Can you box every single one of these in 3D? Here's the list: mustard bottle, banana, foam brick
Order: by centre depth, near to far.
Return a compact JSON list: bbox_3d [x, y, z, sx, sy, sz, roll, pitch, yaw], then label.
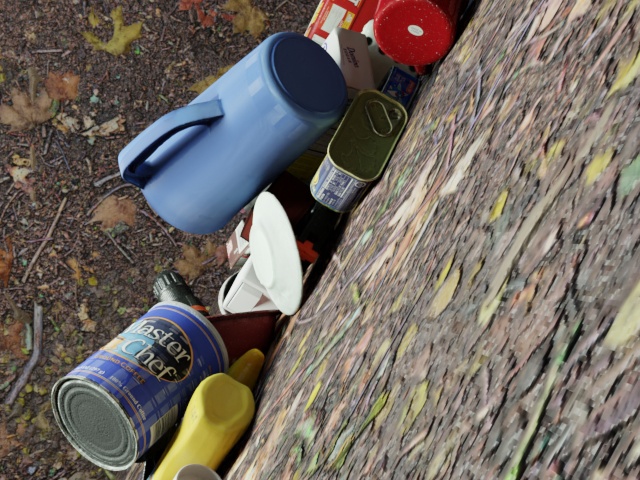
[{"bbox_3d":[-0.130,0.219,0.989,0.192,0.058,0.096,-58,4,19],"label":"mustard bottle"},{"bbox_3d":[-0.112,0.182,1.122,0.198,0.037,0.069,-54,11,49],"label":"banana"},{"bbox_3d":[-0.045,-0.028,1.186,0.078,0.051,0.053,-54,-6,-41],"label":"foam brick"}]

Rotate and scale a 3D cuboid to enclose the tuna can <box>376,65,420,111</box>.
[{"bbox_3d":[0.071,-0.143,1.141,0.086,0.033,0.086,-60,6,9],"label":"tuna can"}]

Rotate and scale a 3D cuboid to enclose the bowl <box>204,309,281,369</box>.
[{"bbox_3d":[-0.117,0.113,1.144,0.162,0.162,0.055,141,121,-76],"label":"bowl"}]

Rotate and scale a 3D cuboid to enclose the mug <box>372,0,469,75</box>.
[{"bbox_3d":[0.099,-0.218,1.063,0.081,0.093,0.117,-73,-19,-45],"label":"mug"}]

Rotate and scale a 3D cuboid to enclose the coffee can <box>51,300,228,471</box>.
[{"bbox_3d":[-0.169,0.135,1.012,0.140,0.103,0.103,-41,-11,-47],"label":"coffee can"}]

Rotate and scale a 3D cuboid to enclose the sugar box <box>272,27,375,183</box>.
[{"bbox_3d":[-0.003,-0.145,1.189,0.176,0.048,0.093,127,145,-45],"label":"sugar box"}]

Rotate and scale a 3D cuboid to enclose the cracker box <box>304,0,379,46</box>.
[{"bbox_3d":[0.018,-0.271,1.412,0.164,0.072,0.214,-64,7,-1],"label":"cracker box"}]

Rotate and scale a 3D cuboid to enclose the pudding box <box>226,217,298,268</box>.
[{"bbox_3d":[-0.059,0.002,1.284,0.114,0.090,0.039,138,125,-69],"label":"pudding box"}]

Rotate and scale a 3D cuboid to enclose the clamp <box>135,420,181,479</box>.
[{"bbox_3d":[-0.171,0.206,1.122,0.210,0.036,0.165,-82,-4,-46],"label":"clamp"}]

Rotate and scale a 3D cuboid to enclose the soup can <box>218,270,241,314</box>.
[{"bbox_3d":[-0.094,0.074,1.358,0.068,0.068,0.102,-62,5,-10],"label":"soup can"}]

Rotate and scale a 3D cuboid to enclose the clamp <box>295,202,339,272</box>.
[{"bbox_3d":[-0.009,-0.004,1.149,0.120,0.039,0.171,-65,-4,26],"label":"clamp"}]

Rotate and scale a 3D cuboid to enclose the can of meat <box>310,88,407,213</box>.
[{"bbox_3d":[0.036,-0.087,1.068,0.102,0.057,0.084,-63,3,-28],"label":"can of meat"}]

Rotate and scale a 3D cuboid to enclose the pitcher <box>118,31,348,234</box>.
[{"bbox_3d":[-0.091,-0.113,1.123,0.243,0.145,0.149,-35,17,44],"label":"pitcher"}]
